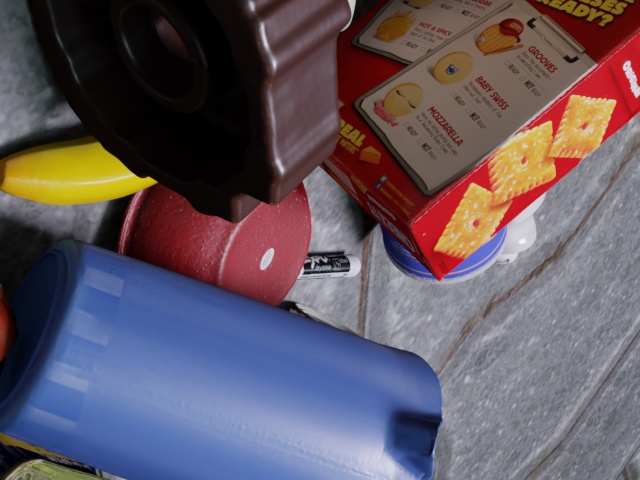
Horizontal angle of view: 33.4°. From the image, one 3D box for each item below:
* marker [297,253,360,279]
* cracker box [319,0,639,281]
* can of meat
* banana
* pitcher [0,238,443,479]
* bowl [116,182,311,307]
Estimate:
[{"bbox_3d":[-0.009,0.021,0.818,0.120,0.020,0.020,-1,117,-55],"label":"marker"},{"bbox_3d":[0.098,-0.100,0.676,0.213,0.164,0.072,-40,139,-6],"label":"cracker box"},{"bbox_3d":[-0.179,0.132,0.606,0.057,0.084,0.102,-56,149,-5],"label":"can of meat"},{"bbox_3d":[-0.094,-0.070,0.604,0.197,0.037,0.069,-45,117,-28],"label":"banana"},{"bbox_3d":[-0.064,0.092,0.619,0.242,0.145,0.149,25,113,-27],"label":"pitcher"},{"bbox_3d":[-0.054,0.001,0.683,0.161,0.055,0.162,-36,138,-40],"label":"bowl"}]
